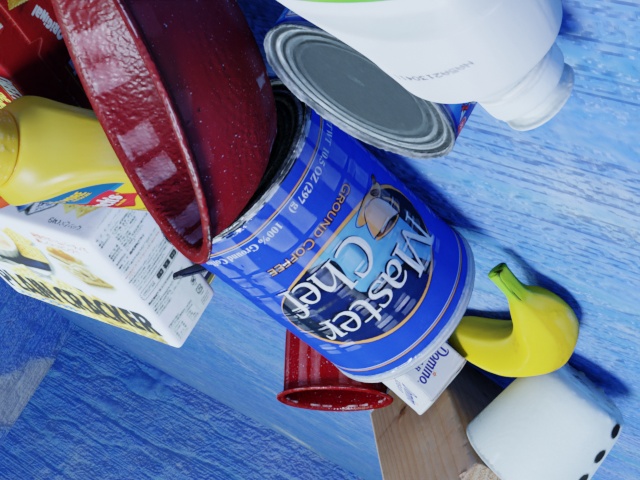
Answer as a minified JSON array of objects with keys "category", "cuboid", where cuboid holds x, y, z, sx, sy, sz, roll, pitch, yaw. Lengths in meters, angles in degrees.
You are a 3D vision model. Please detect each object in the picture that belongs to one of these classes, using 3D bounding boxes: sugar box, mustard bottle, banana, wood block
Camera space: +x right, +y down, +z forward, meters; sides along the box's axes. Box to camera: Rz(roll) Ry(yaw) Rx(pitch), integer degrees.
[{"category":"sugar box","cuboid":[0.022,0.050,0.774,0.176,0.048,0.093,38,169,9]},{"category":"mustard bottle","cuboid":[-0.121,-0.044,0.593,0.191,0.058,0.096,5,175,-45]},{"category":"banana","cuboid":[0.121,0.056,0.670,0.070,0.037,0.198,48,168,10]},{"category":"wood block","cuboid":[0.106,0.171,0.812,0.090,0.091,0.206,35,-167,-13]}]

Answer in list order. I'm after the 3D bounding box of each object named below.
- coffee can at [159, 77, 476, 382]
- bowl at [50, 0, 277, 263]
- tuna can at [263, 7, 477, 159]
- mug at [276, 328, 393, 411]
[{"category":"coffee can","cuboid":[0.000,-0.002,0.563,0.140,0.102,0.103,40,164,-33]},{"category":"bowl","cuboid":[-0.065,-0.073,0.469,0.162,0.055,0.162,55,161,28]},{"category":"tuna can","cuboid":[0.022,-0.070,0.422,0.086,0.033,0.086,29,166,7]},{"category":"mug","cuboid":[0.024,0.089,0.857,0.117,0.081,0.093,-1,160,9]}]
